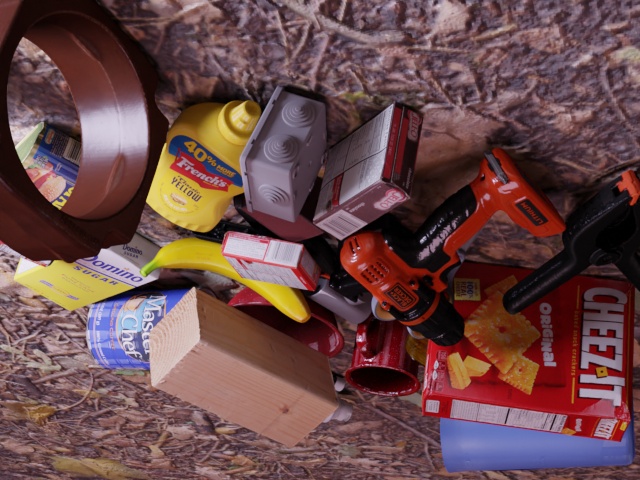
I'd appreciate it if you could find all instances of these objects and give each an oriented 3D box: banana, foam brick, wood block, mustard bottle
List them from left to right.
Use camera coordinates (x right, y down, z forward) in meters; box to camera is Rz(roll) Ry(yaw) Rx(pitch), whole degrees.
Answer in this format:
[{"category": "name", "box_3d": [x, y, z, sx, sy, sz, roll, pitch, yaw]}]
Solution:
[{"category": "mustard bottle", "box_3d": [-0.105, -0.080, 1.021, 0.096, 0.058, 0.192, 37, 143, -10]}, {"category": "banana", "box_3d": [-0.101, 0.037, 1.210, 0.198, 0.069, 0.037, 15, 162, -2]}, {"category": "wood block", "box_3d": [-0.089, 0.151, 1.244, 0.205, 0.090, 0.091, 31, 117, -31]}, {"category": "foam brick", "box_3d": [-0.032, -0.041, 1.073, 0.051, 0.053, 0.078, -18, 140, 40]}]

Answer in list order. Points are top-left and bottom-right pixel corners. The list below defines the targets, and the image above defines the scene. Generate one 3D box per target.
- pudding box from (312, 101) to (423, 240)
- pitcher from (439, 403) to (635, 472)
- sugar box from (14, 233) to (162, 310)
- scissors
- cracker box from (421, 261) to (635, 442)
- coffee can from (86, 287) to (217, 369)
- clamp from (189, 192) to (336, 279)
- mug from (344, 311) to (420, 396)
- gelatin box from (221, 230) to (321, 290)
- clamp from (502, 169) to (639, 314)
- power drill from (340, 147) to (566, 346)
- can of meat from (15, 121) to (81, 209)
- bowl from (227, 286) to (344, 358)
[{"category": "pudding box", "box_3d": [0.043, -0.062, 0.974, 0.039, 0.090, 0.114, 28, 147, -24]}, {"category": "pitcher", "box_3d": [0.280, 0.241, 1.385, 0.243, 0.145, 0.149, -2, 179, 16]}, {"category": "sugar box", "box_3d": [-0.279, 0.031, 1.283, 0.177, 0.048, 0.093, -18, 140, 41]}, {"category": "scissors", "box_3d": [0.115, 0.019, 1.069, 0.096, 0.016, 0.202, 6, 126, -18]}, {"category": "cracker box", "box_3d": [0.224, 0.115, 1.147, 0.214, 0.164, 0.072, 7, 151, 8]}, {"category": "coffee can", "box_3d": [-0.207, 0.112, 1.341, 0.140, 0.102, 0.102, -2, 148, 22]}, {"category": "clamp", "box_3d": [-0.058, 0.001, 1.171, 0.171, 0.039, 0.120, 33, 154, -30]}, {"category": "mug", "box_3d": [0.075, 0.131, 1.304, 0.093, 0.081, 0.117, -10, 145, 31]}, {"category": "gelatin box", "box_3d": [-0.052, 0.021, 1.119, 0.089, 0.030, 0.073, 10, 161, 19]}, {"category": "clamp", "box_3d": [0.266, 0.009, 1.047, 0.164, 0.036, 0.210, -12, 147, -4]}, {"category": "power drill", "box_3d": [0.137, 0.013, 1.021, 0.188, 0.057, 0.184, -38, 131, 14]}, {"category": "can of meat", "box_3d": [-0.273, -0.070, 1.098, 0.083, 0.057, 0.102, 30, 144, -26]}, {"category": "bowl", "box_3d": [-0.047, 0.092, 1.303, 0.162, 0.055, 0.162, 8, 150, 4]}]
